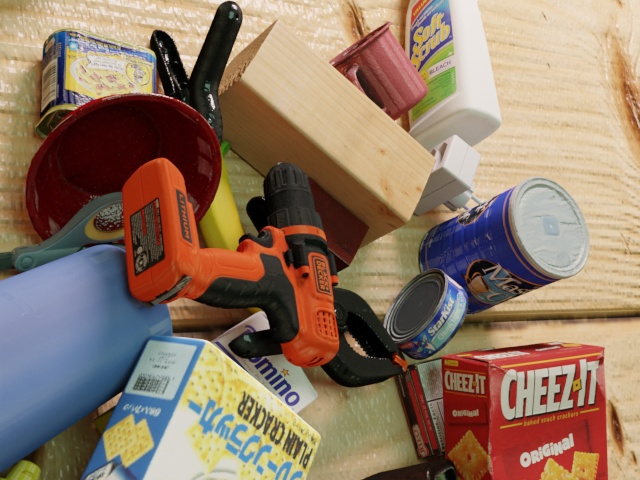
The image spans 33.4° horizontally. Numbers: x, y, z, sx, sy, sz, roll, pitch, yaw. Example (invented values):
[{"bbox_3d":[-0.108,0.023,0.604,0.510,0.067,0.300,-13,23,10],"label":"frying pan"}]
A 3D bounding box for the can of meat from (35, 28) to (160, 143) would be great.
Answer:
[{"bbox_3d":[-0.189,-0.126,0.912,0.101,0.058,0.084,12,63,-33],"label":"can of meat"}]

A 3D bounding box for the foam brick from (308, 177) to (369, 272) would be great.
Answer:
[{"bbox_3d":[-0.005,-0.009,1.000,0.078,0.051,0.053,40,54,-16],"label":"foam brick"}]

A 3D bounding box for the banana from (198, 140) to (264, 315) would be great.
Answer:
[{"bbox_3d":[-0.071,0.001,0.956,0.069,0.037,0.198,-15,81,-39],"label":"banana"}]

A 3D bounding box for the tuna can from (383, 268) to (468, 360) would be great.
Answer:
[{"bbox_3d":[0.100,0.071,1.020,0.033,0.086,0.086,38,54,-20],"label":"tuna can"}]

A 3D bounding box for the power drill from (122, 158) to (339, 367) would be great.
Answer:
[{"bbox_3d":[-0.064,-0.001,0.835,0.187,0.057,0.184,18,50,-42],"label":"power drill"}]

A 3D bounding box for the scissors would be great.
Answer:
[{"bbox_3d":[-0.218,-0.001,0.829,0.201,0.096,0.016,7,29,-36],"label":"scissors"}]

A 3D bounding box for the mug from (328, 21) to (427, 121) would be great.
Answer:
[{"bbox_3d":[0.053,-0.158,1.073,0.081,0.093,0.117,54,23,-11],"label":"mug"}]

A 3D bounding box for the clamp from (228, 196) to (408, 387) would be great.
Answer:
[{"bbox_3d":[-0.001,0.077,0.936,0.209,0.036,0.164,42,39,-27],"label":"clamp"}]

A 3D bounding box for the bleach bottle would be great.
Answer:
[{"bbox_3d":[0.130,-0.219,1.167,0.068,0.103,0.251,18,55,-39],"label":"bleach bottle"}]

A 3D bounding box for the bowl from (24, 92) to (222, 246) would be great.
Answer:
[{"bbox_3d":[-0.164,-0.060,0.866,0.161,0.162,0.055,7,31,-34],"label":"bowl"}]

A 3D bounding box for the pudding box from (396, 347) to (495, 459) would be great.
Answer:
[{"bbox_3d":[0.133,0.156,1.040,0.113,0.039,0.090,-8,79,-35],"label":"pudding box"}]

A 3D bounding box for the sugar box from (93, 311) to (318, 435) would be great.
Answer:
[{"bbox_3d":[-0.089,0.138,0.881,0.175,0.048,0.093,-33,92,-39],"label":"sugar box"}]

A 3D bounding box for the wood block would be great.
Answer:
[{"bbox_3d":[-0.002,-0.097,1.012,0.206,0.091,0.090,39,53,-17],"label":"wood block"}]

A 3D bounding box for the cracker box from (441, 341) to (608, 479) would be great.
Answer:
[{"bbox_3d":[0.198,0.209,1.005,0.163,0.072,0.214,-2,91,-37],"label":"cracker box"}]

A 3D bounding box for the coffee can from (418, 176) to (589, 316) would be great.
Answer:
[{"bbox_3d":[0.182,0.008,1.069,0.102,0.141,0.103,14,64,-31],"label":"coffee can"}]

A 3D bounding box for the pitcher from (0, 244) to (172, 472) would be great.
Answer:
[{"bbox_3d":[-0.233,0.086,0.756,0.242,0.145,0.149,-29,102,-44],"label":"pitcher"}]

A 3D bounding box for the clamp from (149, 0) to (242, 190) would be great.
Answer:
[{"bbox_3d":[-0.108,-0.125,0.934,0.039,0.120,0.171,5,72,-37],"label":"clamp"}]
